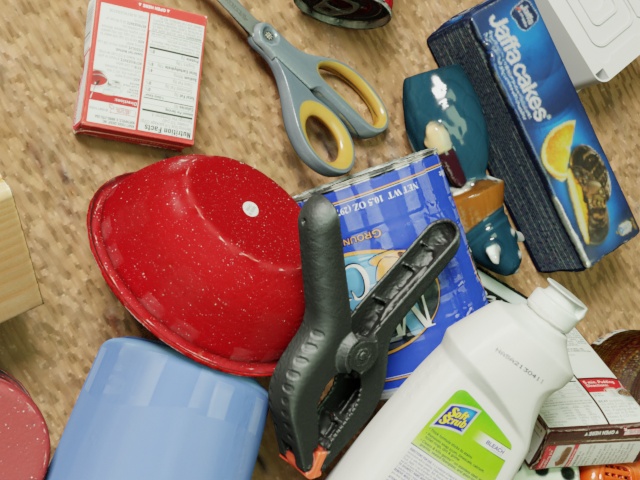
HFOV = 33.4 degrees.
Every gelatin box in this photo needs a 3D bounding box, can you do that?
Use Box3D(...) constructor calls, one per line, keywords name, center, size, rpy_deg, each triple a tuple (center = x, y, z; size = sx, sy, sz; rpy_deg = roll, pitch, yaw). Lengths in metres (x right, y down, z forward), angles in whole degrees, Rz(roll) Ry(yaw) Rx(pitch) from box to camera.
Box3D(name="gelatin box", center=(-0.115, -0.106, 0.680), size=(0.073, 0.030, 0.089), rpy_deg=(8, 83, -24))

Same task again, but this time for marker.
Box3D(name="marker", center=(0.114, 0.029, 0.774), size=(0.121, 0.020, 0.020), rpy_deg=(32, 75, -18))

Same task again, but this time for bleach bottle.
Box3D(name="bleach bottle", center=(0.075, 0.133, 0.639), size=(0.102, 0.068, 0.251), rpy_deg=(34, 101, -17))

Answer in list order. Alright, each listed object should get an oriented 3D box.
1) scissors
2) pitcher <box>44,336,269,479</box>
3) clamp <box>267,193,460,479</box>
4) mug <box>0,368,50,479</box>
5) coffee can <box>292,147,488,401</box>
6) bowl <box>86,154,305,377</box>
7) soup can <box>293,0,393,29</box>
Box3D(name="scissors", center=(-0.035, -0.113, 0.700), size=(0.201, 0.016, 0.096), rpy_deg=(30, 56, -27))
Box3D(name="pitcher", center=(-0.104, 0.185, 0.602), size=(0.149, 0.145, 0.242), rpy_deg=(20, 74, -8))
Box3D(name="clamp", center=(0.022, 0.054, 0.621), size=(0.120, 0.039, 0.171), rpy_deg=(1, 113, -34))
Box3D(name="mug", center=(-0.197, 0.104, 0.602), size=(0.093, 0.082, 0.117), rpy_deg=(11, 82, -22))
Box3D(name="coffee can", center=(0.051, 0.021, 0.702), size=(0.102, 0.103, 0.140), rpy_deg=(-21, 95, -23))
Box3D(name="bowl", center=(-0.054, 0.001, 0.633), size=(0.162, 0.055, 0.162), rpy_deg=(29, 31, -20))
Box3D(name="soup can", center=(0.024, -0.204, 0.725), size=(0.068, 0.069, 0.102), rpy_deg=(16, 80, -22))
